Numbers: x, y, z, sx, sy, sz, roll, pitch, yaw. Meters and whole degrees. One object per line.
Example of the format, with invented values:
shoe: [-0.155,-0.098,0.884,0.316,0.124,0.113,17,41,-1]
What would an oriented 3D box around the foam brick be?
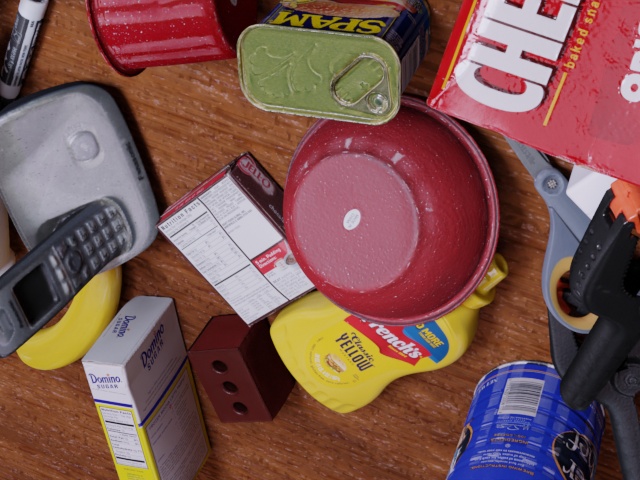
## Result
foam brick: [-0.064,0.104,0.872,0.053,0.051,0.078,-8,120,28]

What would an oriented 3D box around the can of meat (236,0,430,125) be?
can of meat: [0.012,-0.119,0.659,0.102,0.083,0.057,9,126,18]

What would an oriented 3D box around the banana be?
banana: [-0.217,0.066,0.921,0.069,0.037,0.198,45,129,-12]

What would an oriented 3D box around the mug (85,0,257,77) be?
mug: [-0.091,-0.165,0.678,0.082,0.093,0.117,-2,86,19]

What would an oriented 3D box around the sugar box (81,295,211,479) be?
sugar box: [-0.145,0.143,0.909,0.048,0.093,0.176,3,123,22]

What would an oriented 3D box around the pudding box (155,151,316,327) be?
pudding box: [-0.055,0.001,0.804,0.090,0.039,0.113,-31,105,37]

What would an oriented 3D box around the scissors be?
scissors: [0.143,-0.018,0.696,0.201,0.016,0.096,37,98,-6]

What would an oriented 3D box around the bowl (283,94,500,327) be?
bowl: [0.033,-0.015,0.705,0.162,0.055,0.162,6,102,28]

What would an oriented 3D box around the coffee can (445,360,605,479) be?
coffee can: [0.145,0.170,0.769,0.103,0.140,0.103,12,127,16]

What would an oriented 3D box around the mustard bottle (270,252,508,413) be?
mustard bottle: [0.057,0.056,0.780,0.192,0.058,0.096,-32,102,36]

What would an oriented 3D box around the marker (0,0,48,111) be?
marker: [-0.226,-0.134,0.794,0.020,0.020,0.121,32,130,0]
